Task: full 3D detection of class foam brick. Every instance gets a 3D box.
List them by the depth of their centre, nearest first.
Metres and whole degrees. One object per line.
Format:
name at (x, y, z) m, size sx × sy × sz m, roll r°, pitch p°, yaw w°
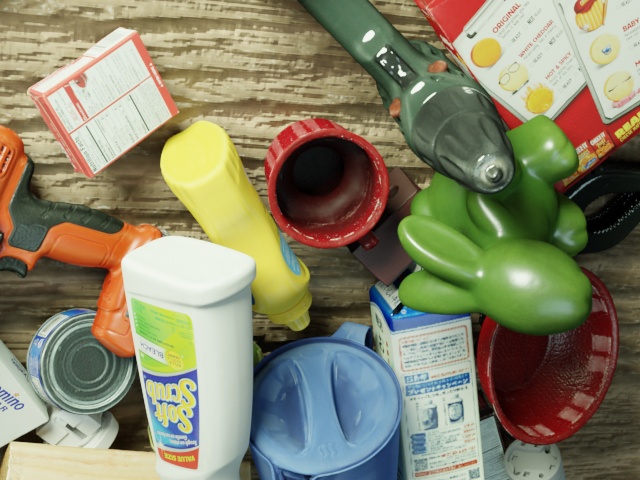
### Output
foam brick at (0.061, -0.012, 0.903) m, size 0.078 × 0.053 × 0.051 m, roll -45°, pitch 122°, yaw 10°

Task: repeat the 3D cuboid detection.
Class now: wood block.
wood block at (-0.170, 0.236, 0.912) m, size 0.205 × 0.090 × 0.091 m, roll 9°, pitch 146°, yaw -20°

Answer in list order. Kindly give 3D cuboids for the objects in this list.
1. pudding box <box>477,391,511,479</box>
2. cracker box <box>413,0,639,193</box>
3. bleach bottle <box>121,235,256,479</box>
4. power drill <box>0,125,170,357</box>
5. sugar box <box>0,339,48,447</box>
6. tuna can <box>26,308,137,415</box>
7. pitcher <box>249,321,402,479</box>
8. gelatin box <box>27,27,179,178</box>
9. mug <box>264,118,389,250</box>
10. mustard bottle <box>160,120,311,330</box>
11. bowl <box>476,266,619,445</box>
pudding box at (0.139, 0.216, 1.068) m, size 0.090 × 0.039 × 0.113 m, roll -22°, pitch 125°, yaw -4°
cracker box at (0.191, -0.166, 0.841) m, size 0.164 × 0.072 × 0.213 m, roll -38°, pitch 122°, yaw 7°
bleach bottle at (-0.091, 0.126, 0.820) m, size 0.067 × 0.103 × 0.251 m, roll -29°, pitch 125°, yaw -44°
power drill at (-0.216, 0.025, 0.807) m, size 0.187 × 0.057 × 0.184 m, roll 25°, pitch 85°, yaw -31°
sugar box at (-0.322, 0.148, 0.865) m, size 0.176 × 0.048 × 0.093 m, roll -30°, pitch 124°, yaw -6°
tuna can at (-0.195, 0.100, 0.878) m, size 0.085 × 0.034 × 0.086 m, roll -1°, pitch 92°, yaw -32°
pitcher at (0.012, 0.198, 0.952) m, size 0.149 × 0.145 × 0.243 m, roll -23°, pitch 141°, yaw -15°
gelatin box at (-0.158, -0.101, 0.781) m, size 0.089 × 0.030 × 0.073 m, roll -40°, pitch 126°, yaw -21°
mug at (0.007, -0.041, 0.840) m, size 0.093 × 0.081 × 0.117 m, roll -40°, pitch 109°, yaw 4°
mustard bottle at (-0.056, 0.001, 0.849) m, size 0.058 × 0.096 × 0.191 m, roll -31°, pitch 123°, yaw -1°
bowl at (0.191, 0.097, 0.948) m, size 0.161 × 0.055 × 0.162 m, roll -6°, pitch 101°, yaw -33°
